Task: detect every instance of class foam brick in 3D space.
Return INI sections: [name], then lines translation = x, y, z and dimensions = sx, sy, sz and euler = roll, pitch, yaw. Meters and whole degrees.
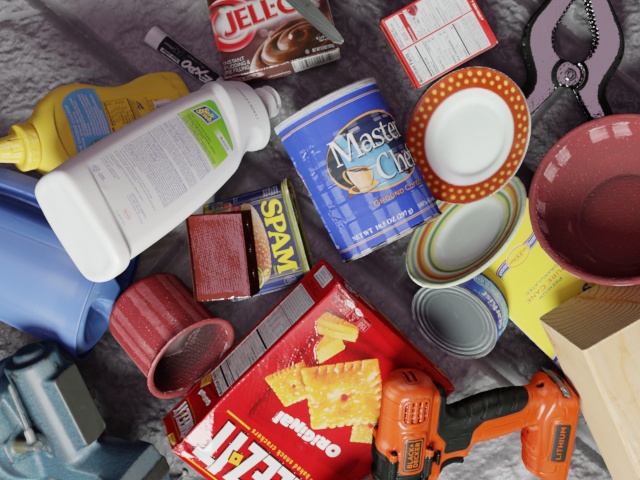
[foam brick]
translation = -0.086, 0.012, 0.955
dimensions = 0.051, 0.053, 0.078
euler = -6, 94, 8

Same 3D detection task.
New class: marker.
[marker]
translation = -0.115, -0.162, 1.020
dimensions = 0.121, 0.020, 0.020
euler = 37, 93, 1

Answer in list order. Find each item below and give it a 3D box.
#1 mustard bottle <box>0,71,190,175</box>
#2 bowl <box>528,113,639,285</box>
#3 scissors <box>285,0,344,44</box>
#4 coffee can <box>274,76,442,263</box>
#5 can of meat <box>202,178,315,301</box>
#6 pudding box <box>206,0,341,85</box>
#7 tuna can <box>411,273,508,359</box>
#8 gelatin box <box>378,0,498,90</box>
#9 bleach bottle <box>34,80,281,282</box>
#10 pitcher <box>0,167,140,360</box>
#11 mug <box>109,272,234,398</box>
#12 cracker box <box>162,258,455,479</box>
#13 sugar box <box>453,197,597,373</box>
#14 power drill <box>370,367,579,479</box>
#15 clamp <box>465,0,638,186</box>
[mustard bottle]
translation = -0.200, -0.094, 0.954
dimensions = 0.191, 0.058, 0.096
euler = -15, 84, -38
[bowl]
translation = 0.269, -0.029, 0.945
dimensions = 0.162, 0.055, 0.162
euler = -8, 68, 20
[scissors]
translation = -0.064, -0.237, 0.980
dimensions = 0.096, 0.016, 0.202
euler = -27, 68, 0
[coffee can]
translation = 0.034, -0.064, 0.975
dimensions = 0.103, 0.103, 0.140
euler = -27, 91, 3
[can of meat]
translation = -0.057, 0.001, 1.006
dimensions = 0.084, 0.057, 0.102
euler = -15, 91, 6
[pudding box]
translation = -0.044, -0.200, 0.998
dimensions = 0.113, 0.039, 0.090
euler = -14, 79, 2
[tuna can]
translation = 0.130, 0.066, 0.987
dimensions = 0.086, 0.033, 0.086
euler = 20, 132, 24
[gelatin box]
translation = 0.110, -0.194, 1.004
dimensions = 0.089, 0.030, 0.073
euler = -29, 92, 3
[bleach bottle]
translation = -0.120, -0.068, 0.927
dimensions = 0.250, 0.068, 0.102
euler = -37, 99, -40
[pitcher]
translation = -0.294, -0.002, 0.976
dimensions = 0.243, 0.145, 0.149
euler = 22, 96, 4
[mug]
translation = -0.134, 0.086, 0.985
dimensions = 0.082, 0.117, 0.093
euler = 43, 99, 31
[cracker box]
translation = -0.010, 0.151, 0.976
dimensions = 0.214, 0.072, 0.164
euler = -45, 112, 2
[sugar box]
translation = 0.215, 0.047, 1.000
dimensions = 0.176, 0.048, 0.093
euler = 44, 93, 2
[power drill]
translation = 0.135, 0.193, 0.967
dimensions = 0.187, 0.057, 0.184
euler = -6, 118, -19
[clamp]
translation = 0.239, -0.147, 0.996
dimensions = 0.164, 0.036, 0.210
euler = 15, 97, 0
